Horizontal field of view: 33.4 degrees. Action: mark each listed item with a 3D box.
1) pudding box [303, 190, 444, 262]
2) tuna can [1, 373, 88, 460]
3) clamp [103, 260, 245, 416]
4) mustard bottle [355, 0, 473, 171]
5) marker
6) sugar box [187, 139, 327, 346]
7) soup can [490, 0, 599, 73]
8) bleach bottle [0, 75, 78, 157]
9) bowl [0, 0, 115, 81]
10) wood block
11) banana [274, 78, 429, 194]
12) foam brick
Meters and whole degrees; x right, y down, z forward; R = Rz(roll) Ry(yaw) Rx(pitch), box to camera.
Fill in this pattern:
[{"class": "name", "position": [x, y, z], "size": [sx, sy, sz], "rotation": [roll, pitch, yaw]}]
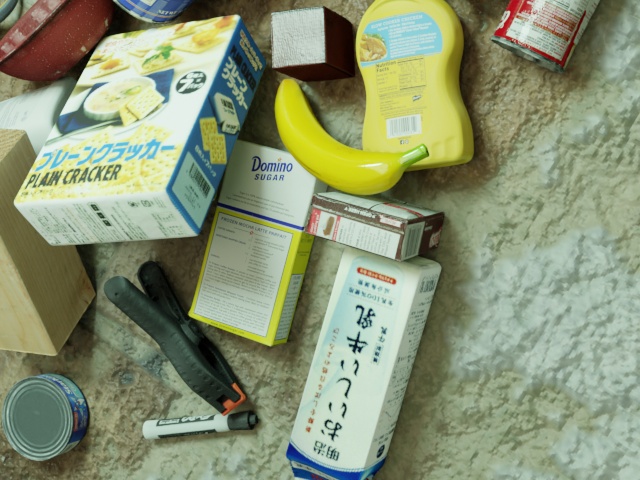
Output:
[{"class": "pudding box", "position": [0.049, -0.016, 0.925], "size": [0.090, 0.113, 0.039], "rotation": [16, 100, 20]}, {"class": "tuna can", "position": [-0.282, 0.180, 1.096], "size": [0.086, 0.033, 0.086], "rotation": [0, 91, 21]}, {"class": "clamp", "position": [-0.134, 0.088, 1.017], "size": [0.039, 0.120, 0.171], "rotation": [-35, 100, 15]}, {"class": "mustard bottle", "position": [0.079, -0.159, 0.939], "size": [0.096, 0.058, 0.191], "rotation": [-5, 89, 32]}, {"class": "marker", "position": [-0.117, 0.180, 1.041], "size": [0.121, 0.020, 0.020], "rotation": [-9, 88, 21]}, {"class": "sugar box", "position": [-0.056, 0.001, 1.002], "size": [0.093, 0.048, 0.176], "rotation": [17, 93, 19]}, {"class": "soup can", "position": [0.195, -0.200, 0.890], "size": [0.068, 0.068, 0.102], "rotation": [29, 100, 18]}, {"class": "bleach bottle", "position": [-0.357, -0.091, 1.074], "size": [0.251, 0.102, 0.068], "rotation": [-12, 124, 17]}, {"class": "bowl", "position": [-0.251, -0.207, 1.037], "size": [0.162, 0.162, 0.055], "rotation": [-38, 115, 17]}, {"class": "wood block", "position": [-0.301, 0.003, 1.011], "size": [0.090, 0.090, 0.206], "rotation": [4, 133, 19]}, {"class": "banana", "position": [0.010, -0.086, 0.940], "size": [0.069, 0.037, 0.198], "rotation": [-43, 47, -15]}, {"class": "foam brick", "position": [-0.006, -0.176, 0.962], "size": [0.051, 0.078, 0.053], "rotation": [-3, 88, 21]}]
